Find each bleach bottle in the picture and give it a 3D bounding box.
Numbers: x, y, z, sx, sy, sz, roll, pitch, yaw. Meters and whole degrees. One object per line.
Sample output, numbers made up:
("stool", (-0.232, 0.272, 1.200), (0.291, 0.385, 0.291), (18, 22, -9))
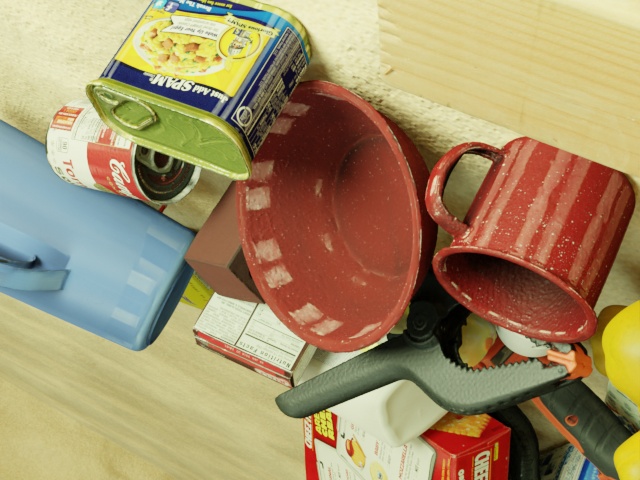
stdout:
("bleach bottle", (0.008, 0.087, 0.915), (0.251, 0.102, 0.068), (23, 142, 50))

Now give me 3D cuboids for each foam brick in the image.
("foam brick", (-0.055, 0.001, 0.813), (0.051, 0.078, 0.053), (12, 153, 41))

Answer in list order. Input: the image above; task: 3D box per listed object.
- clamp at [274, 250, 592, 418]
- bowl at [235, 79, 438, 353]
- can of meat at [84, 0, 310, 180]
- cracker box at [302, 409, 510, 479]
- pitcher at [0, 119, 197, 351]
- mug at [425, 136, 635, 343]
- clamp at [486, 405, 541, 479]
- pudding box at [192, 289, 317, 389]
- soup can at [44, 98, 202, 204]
("clamp", (0.064, 0.062, 0.665), (0.210, 0.164, 0.036), (21, -178, 38))
("bowl", (0.018, -0.017, 0.642), (0.055, 0.162, 0.162), (-12, -171, -40))
("can of meat", (-0.066, -0.093, 0.602), (0.102, 0.084, 0.057), (20, 158, 21))
("cracker box", (0.070, 0.197, 0.945), (0.214, 0.072, 0.164), (29, 128, 50))
("pitcher", (-0.226, -0.006, 0.851), (0.243, 0.149, 0.145), (27, 155, 1))
("mug", (0.109, -0.009, 0.577), (0.117, 0.081, 0.093), (32, 159, -10))
("clamp", (0.169, 0.206, 0.913), (0.120, 0.039, 0.171), (-10, 93, 48))
("pudding box", (-0.036, 0.050, 0.851), (0.090, 0.113, 0.039), (24, 155, 13))
("soup can", (-0.145, -0.067, 0.785), (0.102, 0.068, 0.068), (13, 154, 37))
